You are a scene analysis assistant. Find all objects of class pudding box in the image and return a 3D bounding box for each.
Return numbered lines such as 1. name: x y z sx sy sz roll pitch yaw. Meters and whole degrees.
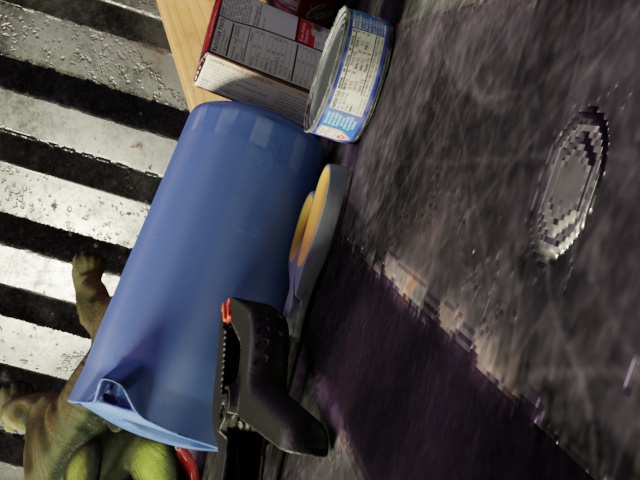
1. pudding box: -0.035 -0.136 0.811 0.090 0.113 0.039 -83 16 -44

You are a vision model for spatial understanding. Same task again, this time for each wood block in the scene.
1. wood block: -0.079 -0.172 0.921 0.091 0.090 0.206 -93 -11 -66

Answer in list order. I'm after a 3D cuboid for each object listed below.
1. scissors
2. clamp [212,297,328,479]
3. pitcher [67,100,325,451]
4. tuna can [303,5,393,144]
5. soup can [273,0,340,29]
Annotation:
1. scissors: -0.019 0.046 0.707 0.096 0.016 0.202 -144 71 -80
2. clamp: -0.043 0.113 0.630 0.210 0.036 0.165 -106 33 -59
3. pitcher: -0.077 0.031 0.783 0.149 0.144 0.243 -12 58 66
4. tuna can: 0.018 -0.107 0.697 0.086 0.033 0.086 -164 91 -81
5. soup can: -0.024 -0.209 1.014 0.068 0.068 0.102 -84 13 -48
